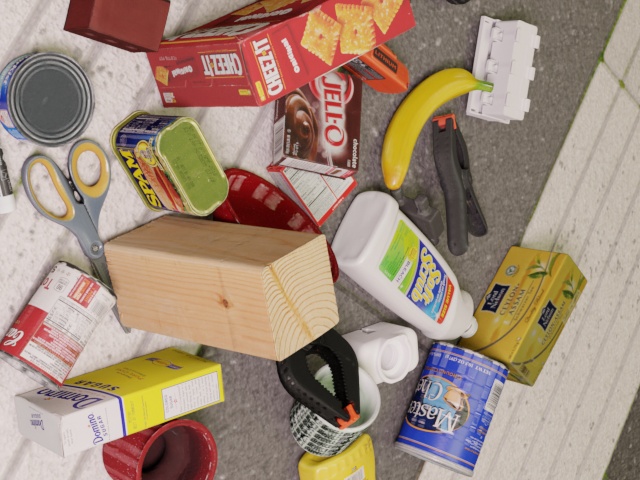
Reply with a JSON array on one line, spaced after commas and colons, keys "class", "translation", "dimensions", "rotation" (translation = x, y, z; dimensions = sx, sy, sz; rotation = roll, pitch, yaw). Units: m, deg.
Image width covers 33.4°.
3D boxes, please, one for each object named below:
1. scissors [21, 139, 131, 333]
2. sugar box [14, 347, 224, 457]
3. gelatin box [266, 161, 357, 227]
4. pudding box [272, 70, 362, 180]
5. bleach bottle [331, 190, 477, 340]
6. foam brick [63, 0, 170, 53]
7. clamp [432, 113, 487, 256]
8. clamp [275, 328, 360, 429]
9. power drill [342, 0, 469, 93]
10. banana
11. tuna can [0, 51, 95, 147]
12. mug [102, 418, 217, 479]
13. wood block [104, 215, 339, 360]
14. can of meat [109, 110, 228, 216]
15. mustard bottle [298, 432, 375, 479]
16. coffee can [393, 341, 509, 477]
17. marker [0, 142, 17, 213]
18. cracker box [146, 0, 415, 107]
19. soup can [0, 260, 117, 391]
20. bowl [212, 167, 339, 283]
[{"class": "scissors", "translation": [-0.210, -0.012, 1.028], "dimensions": [0.096, 0.016, 0.201], "rotation": [-49, 124, -25]}, {"class": "sugar box", "translation": [-0.190, 0.150, 1.018], "dimensions": [0.175, 0.094, 0.048], "rotation": [-12, 103, -39]}, {"class": "gelatin box", "translation": [-0.010, -0.071, 1.182], "dimensions": [0.073, 0.030, 0.089], "rotation": [-50, 122, -24]}, {"class": "pudding box", "translation": [-0.003, -0.128, 1.142], "dimensions": [0.089, 0.039, 0.113], "rotation": [10, 75, -23]}, {"class": "bleach bottle", "translation": [0.118, 0.045, 1.289], "dimensions": [0.250, 0.068, 0.102], "rotation": [38, 73, -40]}, {"class": "foam brick", "translation": [-0.189, -0.209, 0.993], "dimensions": [0.078, 0.053, 0.051], "rotation": [12, 88, -40]}, {"class": "clamp", "translation": [0.165, -0.065, 1.305], "dimensions": [0.120, 0.039, 0.171], "rotation": [-54, 128, -65]}, {"class": "clamp", "translation": [-0.028, 0.105, 1.129], "dimensions": [0.164, 0.036, 0.210], "rotation": [-11, 68, -34]}, {"class": "power drill", "translation": [0.092, -0.268, 1.225], "dimensions": [0.184, 0.057, 0.187], "rotation": [28, 75, -36]}, {"class": "banana", "translation": [0.124, -0.146, 1.267], "dimensions": [0.197, 0.070, 0.037], "rotation": [-46, 162, -19]}, {"class": "tuna can", "translation": [-0.250, -0.127, 0.965], "dimensions": [0.085, 0.034, 0.086], "rotation": [-7, 101, -40]}, {"class": "mug", "translation": [-0.163, 0.226, 1.060], "dimensions": [0.093, 0.082, 0.117], "rotation": [-8, 101, -40]}, {"class": "wood block", "translation": [-0.096, 0.040, 0.998], "dimensions": [0.090, 0.206, 0.091], "rotation": [-30, 118, -44]}, {"class": "can of meat", "translation": [-0.144, -0.073, 1.031], "dimensions": [0.057, 0.084, 0.102], "rotation": [-43, 122, -28]}, {"class": "mustard bottle", "translation": [0.033, 0.327, 1.258], "dimensions": [0.096, 0.058, 0.191], "rotation": [-26, 113, -41]}, {"class": "coffee can", "translation": [0.163, 0.209, 1.324], "dimensions": [0.102, 0.103, 0.140], "rotation": [31, 76, -39]}, {"class": "marker", "translation": [-0.292, -0.084, 0.945], "dimensions": [0.020, 0.020, 0.121], "rotation": [-21, 109, -37]}, {"class": "cracker box", "translation": [-0.039, -0.200, 1.049], "dimensions": [0.213, 0.164, 0.072], "rotation": [-32, 114, -33]}, {"class": "soup can", "translation": [-0.241, 0.078, 0.980], "dimensions": [0.068, 0.069, 0.102], "rotation": [45, 67, -36]}, {"class": "bowl", "translation": [-0.057, 0.001, 1.099], "dimensions": [0.161, 0.162, 0.055], "rotation": [28, 115, -40]}]
